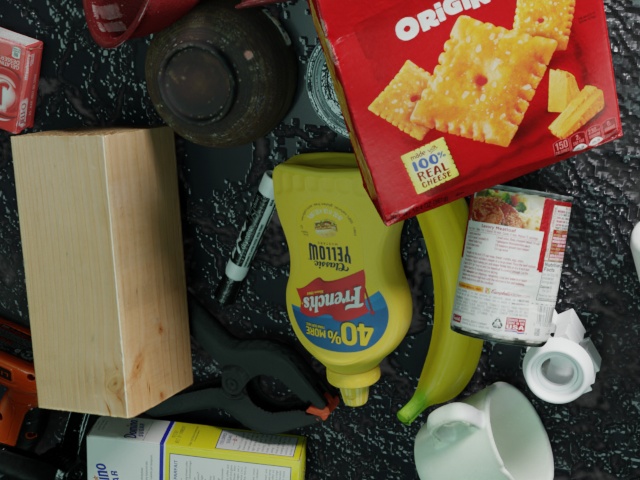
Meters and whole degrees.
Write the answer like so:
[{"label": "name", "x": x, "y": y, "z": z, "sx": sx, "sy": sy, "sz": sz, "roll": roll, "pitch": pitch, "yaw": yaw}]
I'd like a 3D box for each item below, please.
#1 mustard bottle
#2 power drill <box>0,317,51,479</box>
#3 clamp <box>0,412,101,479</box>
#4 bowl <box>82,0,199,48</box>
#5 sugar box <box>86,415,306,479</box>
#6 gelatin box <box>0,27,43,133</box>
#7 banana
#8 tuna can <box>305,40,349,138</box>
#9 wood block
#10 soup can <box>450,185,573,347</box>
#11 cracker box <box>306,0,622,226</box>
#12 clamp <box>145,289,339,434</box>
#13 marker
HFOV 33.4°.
[{"label": "mustard bottle", "x": 0.019, "y": 0.033, "z": 0.787, "sx": 0.096, "sy": 0.058, "sz": 0.192, "roll": 5, "pitch": 111, "yaw": 26}, {"label": "power drill", "x": -0.301, "y": 0.158, "z": 0.951, "sx": 0.184, "sy": 0.057, "sz": 0.188, "roll": 19, "pitch": 117, "yaw": 8}, {"label": "clamp", "x": -0.212, "y": 0.182, "z": 0.907, "sx": 0.036, "sy": 0.164, "sz": 0.210, "roll": 23, "pitch": 141, "yaw": 38}, {"label": "bowl", "x": -0.109, "y": -0.205, "z": 0.721, "sx": 0.162, "sy": 0.055, "sz": 0.162, "roll": -14, "pitch": 74, "yaw": 57}, {"label": "sugar box", "x": -0.103, "y": 0.200, "z": 0.884, "sx": 0.176, "sy": 0.048, "sz": 0.093, "roll": 7, "pitch": 111, "yaw": 7}, {"label": "gelatin box", "x": -0.267, "y": -0.133, "z": 0.844, "sx": 0.089, "sy": 0.030, "sz": 0.073, "roll": 21, "pitch": 115, "yaw": 12}, {"label": "banana", "x": 0.089, "y": 0.033, "z": 0.760, "sx": 0.037, "sy": 0.069, "sz": 0.198, "roll": 10, "pitch": 105, "yaw": 46}, {"label": "tuna can", "x": 0.034, "y": -0.113, "z": 0.742, "sx": 0.086, "sy": 0.033, "sz": 0.086, "roll": 7, "pitch": 111, "yaw": 17}, {"label": "wood block", "x": -0.162, "y": 0.019, "z": 0.809, "sx": 0.091, "sy": 0.090, "sz": 0.206, "roll": 1, "pitch": 101, "yaw": 26}, {"label": "soup can", "x": 0.128, "y": 0.016, "z": 0.720, "sx": 0.068, "sy": 0.068, "sz": 0.102, "roll": 10, "pitch": 93, "yaw": 16}, {"label": "cracker box", "x": 0.081, "y": -0.134, "z": 0.634, "sx": 0.164, "sy": 0.072, "sz": 0.213, "roll": -20, "pitch": 121, "yaw": -2}, {"label": "clamp", "x": -0.072, "y": 0.117, "z": 0.862, "sx": 0.171, "sy": 0.039, "sz": 0.120, "roll": 26, "pitch": 119, "yaw": 15}, {"label": "marker", "x": -0.055, "y": 0.001, "z": 0.824, "sx": 0.020, "sy": 0.020, "sz": 0.121, "roll": 28, "pitch": 116, "yaw": 8}]
